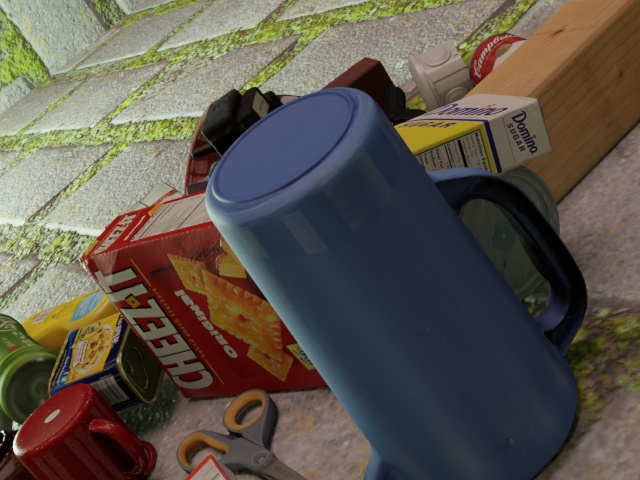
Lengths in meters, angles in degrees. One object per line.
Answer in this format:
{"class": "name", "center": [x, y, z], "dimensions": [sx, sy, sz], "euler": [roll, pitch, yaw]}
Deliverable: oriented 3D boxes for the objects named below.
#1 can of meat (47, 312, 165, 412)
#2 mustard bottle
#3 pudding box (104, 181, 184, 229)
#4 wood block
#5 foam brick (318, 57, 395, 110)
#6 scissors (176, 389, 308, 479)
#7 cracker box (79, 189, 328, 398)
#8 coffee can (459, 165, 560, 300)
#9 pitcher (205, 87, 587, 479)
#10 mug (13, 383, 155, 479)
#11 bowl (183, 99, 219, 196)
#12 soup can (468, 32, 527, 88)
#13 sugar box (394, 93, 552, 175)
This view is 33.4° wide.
{"class": "can of meat", "center": [-0.187, 0.110, 0.946], "dimensions": [0.084, 0.057, 0.102], "euler": [-21, 31, 19]}
{"class": "mustard bottle", "center": [-0.237, 0.082, 1.134], "dimensions": [0.192, 0.058, 0.096], "euler": [-22, 15, 27]}
{"class": "pudding box", "center": [-0.189, -0.020, 1.206], "dimensions": [0.090, 0.039, 0.114], "euler": [-41, 22, -10]}
{"class": "wood block", "center": [0.190, -0.109, 0.893], "dimensions": [0.206, 0.090, 0.091], "euler": [-43, 23, -18]}
{"class": "foam brick", "center": [0.044, -0.171, 1.258], "dimensions": [0.078, 0.053, 0.051], "euler": [-37, 23, -7]}
{"class": "scissors", "center": [-0.034, 0.150, 0.787], "dimensions": [0.202, 0.016, 0.096], "euler": [-6, 36, 48]}
{"class": "cracker box", "center": [-0.069, 0.043, 0.852], "dimensions": [0.214, 0.164, 0.072], "euler": [-13, 29, 41]}
{"class": "coffee can", "center": [0.096, -0.010, 0.812], "dimensions": [0.102, 0.102, 0.141], "euler": [-43, 24, -18]}
{"class": "pitcher", "center": [0.050, 0.027, 0.621], "dimensions": [0.145, 0.242, 0.149], "euler": [-15, 36, 32]}
{"class": "mug", "center": [-0.187, 0.171, 0.868], "dimensions": [0.117, 0.081, 0.093], "euler": [-12, 32, 42]}
{"class": "bowl", "center": [-0.104, -0.076, 1.209], "dimensions": [0.162, 0.055, 0.162], "euler": [-31, 55, 59]}
{"class": "soup can", "center": [0.192, -0.157, 1.012], "dimensions": [0.068, 0.068, 0.102], "euler": [-36, 24, -3]}
{"class": "sugar box", "center": [0.056, -0.051, 0.721], "dimensions": [0.176, 0.048, 0.093], "euler": [-26, 17, -14]}
